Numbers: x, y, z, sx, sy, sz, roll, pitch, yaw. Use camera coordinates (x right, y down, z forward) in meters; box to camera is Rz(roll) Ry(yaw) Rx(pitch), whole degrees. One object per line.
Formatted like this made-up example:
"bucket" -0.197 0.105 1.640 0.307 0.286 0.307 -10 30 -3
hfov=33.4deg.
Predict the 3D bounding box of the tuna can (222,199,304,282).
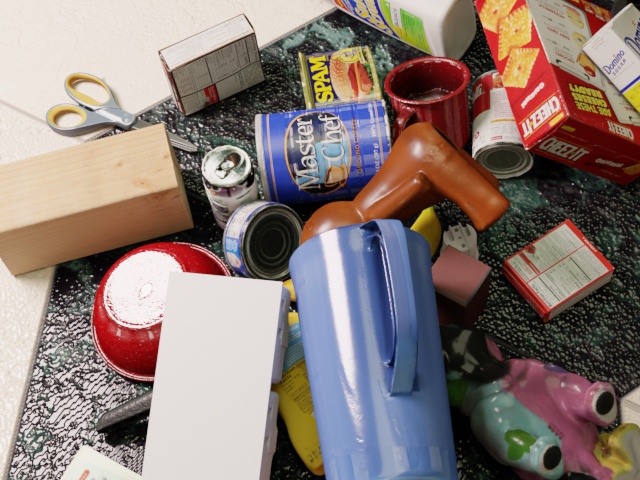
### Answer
"tuna can" -0.057 0.001 1.110 0.034 0.086 0.086 12 55 51

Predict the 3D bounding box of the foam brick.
"foam brick" 0.135 0.053 1.066 0.053 0.078 0.051 29 65 19

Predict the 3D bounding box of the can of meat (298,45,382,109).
"can of meat" 0.024 -0.173 1.227 0.084 0.057 0.102 -9 58 -2

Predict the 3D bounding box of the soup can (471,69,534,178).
"soup can" 0.201 -0.127 1.173 0.068 0.068 0.102 1 60 7

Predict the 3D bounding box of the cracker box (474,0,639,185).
"cracker box" 0.267 -0.176 1.150 0.163 0.072 0.214 13 51 -34

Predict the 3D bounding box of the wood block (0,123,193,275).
"wood block" -0.253 -0.045 1.159 0.206 0.091 0.090 -15 58 -3

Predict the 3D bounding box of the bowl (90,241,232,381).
"bowl" -0.171 0.061 1.095 0.162 0.055 0.162 -7 60 12

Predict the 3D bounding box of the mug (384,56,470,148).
"mug" 0.115 -0.136 1.165 0.093 0.081 0.117 16 47 30

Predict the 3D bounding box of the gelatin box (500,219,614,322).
"gelatin box" 0.243 0.031 1.095 0.089 0.030 0.073 -32 62 -12

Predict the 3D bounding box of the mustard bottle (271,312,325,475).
"mustard bottle" -0.021 0.129 1.047 0.096 0.058 0.192 -36 62 -7

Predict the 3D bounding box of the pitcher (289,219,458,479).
"pitcher" 0.051 0.109 0.926 0.145 0.149 0.243 -23 56 24

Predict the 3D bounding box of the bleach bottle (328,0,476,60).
"bleach bottle" 0.062 -0.297 1.284 0.251 0.102 0.068 27 71 28

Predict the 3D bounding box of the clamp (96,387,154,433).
"clamp" -0.117 0.141 1.031 0.165 0.036 0.210 24 87 21

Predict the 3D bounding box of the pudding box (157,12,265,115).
"pudding box" -0.125 -0.204 1.242 0.113 0.090 0.039 -27 61 -10

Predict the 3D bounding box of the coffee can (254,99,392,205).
"coffee can" 0.005 -0.093 1.153 0.140 0.103 0.103 -7 58 2

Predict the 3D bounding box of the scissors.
"scissors" -0.244 -0.131 1.255 0.202 0.016 0.096 39 71 25

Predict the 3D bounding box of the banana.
"banana" 0.055 0.025 1.117 0.197 0.037 0.070 -30 47 -13
